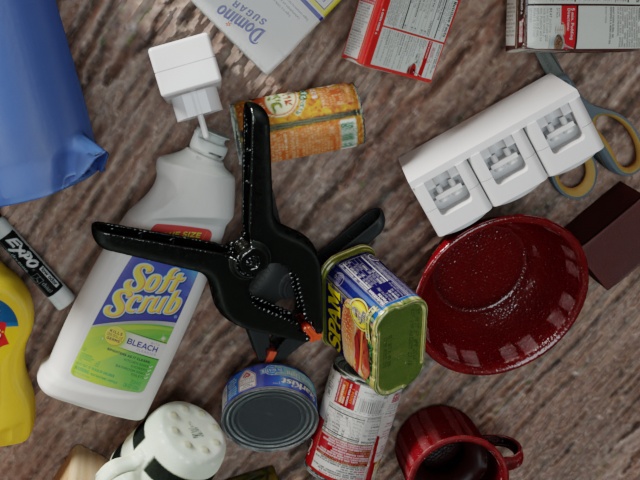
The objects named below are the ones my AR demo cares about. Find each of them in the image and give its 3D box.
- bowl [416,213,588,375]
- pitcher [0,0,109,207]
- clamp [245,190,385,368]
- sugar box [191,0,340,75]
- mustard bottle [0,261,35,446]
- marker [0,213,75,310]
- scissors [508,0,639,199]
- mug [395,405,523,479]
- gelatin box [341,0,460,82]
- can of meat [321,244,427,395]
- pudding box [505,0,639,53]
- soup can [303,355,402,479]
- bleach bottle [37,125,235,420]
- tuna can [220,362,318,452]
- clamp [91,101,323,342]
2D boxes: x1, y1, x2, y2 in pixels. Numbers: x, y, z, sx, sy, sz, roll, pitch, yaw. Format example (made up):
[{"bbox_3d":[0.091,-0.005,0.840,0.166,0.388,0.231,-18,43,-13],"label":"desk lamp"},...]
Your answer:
[{"bbox_3d":[0.150,0.038,0.937,0.162,0.055,0.162,-7,120,-12],"label":"bowl"},{"bbox_3d":[-0.261,-0.147,0.799,0.149,0.145,0.243,-15,105,-17],"label":"pitcher"},{"bbox_3d":[-0.013,0.032,0.929,0.120,0.039,0.171,8,113,-12],"label":"clamp"},{"bbox_3d":[-0.015,-0.227,0.849,0.176,0.048,0.093,-43,108,8],"label":"sugar box"},{"bbox_3d":[-0.288,0.075,0.888,0.096,0.058,0.192,3,106,-5],"label":"mustard bottle"},{"bbox_3d":[-0.251,0.008,0.894,0.020,0.020,0.121,-36,108,3],"label":"marker"},{"bbox_3d":[0.201,-0.115,0.931,0.201,0.016,0.096,40,97,-17],"label":"scissors"},{"bbox_3d":[0.127,0.200,0.978,0.117,0.081,0.093,-13,108,-5],"label":"mug"},{"bbox_3d":[0.066,-0.173,0.866,0.089,0.030,0.073,4,109,-44],"label":"gelatin box"},{"bbox_3d":[0.045,0.069,0.905,0.057,0.084,0.102,-21,131,-24],"label":"can of meat"},{"bbox_3d":[0.212,-0.202,0.888,0.113,0.039,0.090,-3,99,-15],"label":"pudding box"},{"bbox_3d":[0.030,0.162,0.959,0.068,0.068,0.102,12,104,-12],"label":"soup can"},{"bbox_3d":[-0.145,0.021,0.893,0.102,0.068,0.251,20,100,-20],"label":"bleach bottle"},{"bbox_3d":[-0.045,0.148,0.945,0.086,0.034,0.086,-2,131,-3],"label":"tuna can"},{"bbox_3d":[-0.056,0.001,0.862,0.164,0.036,0.209,-44,119,5],"label":"clamp"}]
